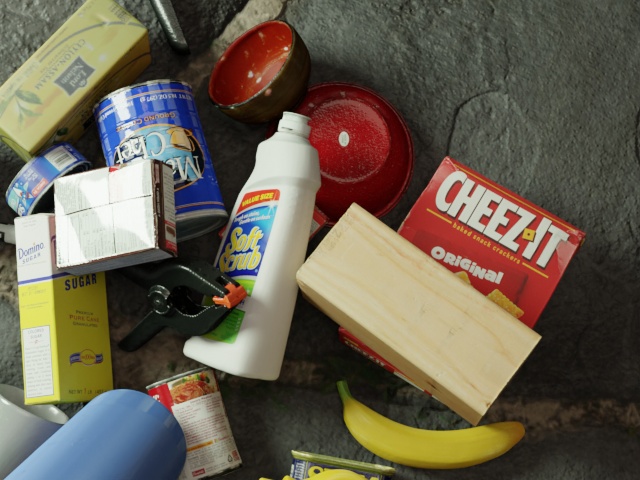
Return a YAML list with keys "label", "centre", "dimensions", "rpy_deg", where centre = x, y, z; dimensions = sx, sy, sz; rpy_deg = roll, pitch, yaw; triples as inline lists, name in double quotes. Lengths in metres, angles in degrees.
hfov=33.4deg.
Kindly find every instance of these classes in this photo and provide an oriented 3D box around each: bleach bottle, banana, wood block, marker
- label: "bleach bottle"
  centre: [-0.057, 0.001, 1.026]
  dimensions: [0.067, 0.103, 0.251]
  rpy_deg: [14, 89, -43]
- label: "banana"
  centre: [0.106, 0.193, 1.065]
  dimensions: [0.197, 0.037, 0.069]
  rpy_deg: [15, 78, -4]
- label: "wood block"
  centre: [0.087, 0.069, 0.979]
  dimensions: [0.206, 0.091, 0.090]
  rpy_deg: [37, 79, 13]
- label: "marker"
  centre: [-0.357, -0.017, 1.060]
  dimensions: [0.121, 0.020, 0.020]
  rpy_deg: [12, 78, -4]

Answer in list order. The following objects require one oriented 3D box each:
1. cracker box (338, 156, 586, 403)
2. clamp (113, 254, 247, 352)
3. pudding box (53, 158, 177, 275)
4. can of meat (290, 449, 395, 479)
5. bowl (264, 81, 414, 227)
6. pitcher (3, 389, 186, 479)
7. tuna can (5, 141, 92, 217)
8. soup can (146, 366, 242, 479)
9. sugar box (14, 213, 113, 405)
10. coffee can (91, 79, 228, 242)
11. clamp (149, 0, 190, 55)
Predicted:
- label: "cracker box"
  centre: [0.141, 0.047, 1.068]
  dimensions: [0.164, 0.072, 0.213]
  rpy_deg: [30, 78, 10]
- label: "clamp"
  centre: [-0.149, 0.043, 0.999]
  dimensions: [0.039, 0.172, 0.120]
  rpy_deg: [-47, 118, -50]
- label: "pudding box"
  centre: [-0.189, -0.021, 0.979]
  dimensions: [0.114, 0.039, 0.090]
  rpy_deg: [-11, 75, 22]
- label: "can of meat"
  centre: [0.015, 0.254, 1.034]
  dimensions: [0.102, 0.057, 0.084]
  rpy_deg: [11, 81, -4]
- label: "bowl"
  centre: [0.023, -0.096, 1.101]
  dimensions: [0.162, 0.055, 0.162]
  rpy_deg: [1, 79, -6]
- label: "pitcher"
  centre: [-0.213, 0.225, 0.892]
  dimensions: [0.149, 0.242, 0.145]
  rpy_deg: [37, 116, 0]
- label: "tuna can"
  centre: [-0.266, -0.056, 1.045]
  dimensions: [0.034, 0.086, 0.086]
  rpy_deg: [43, 78, 4]
- label: "soup can"
  centre: [-0.120, 0.179, 1.026]
  dimensions: [0.068, 0.068, 0.102]
  rpy_deg: [-17, 82, -10]
- label: "sugar box"
  centre: [-0.243, 0.067, 1.018]
  dimensions: [0.048, 0.093, 0.176]
  rpy_deg: [-8, 81, 21]
- label: "coffee can"
  centre: [-0.158, -0.074, 1.052]
  dimensions: [0.102, 0.103, 0.140]
  rpy_deg: [-15, 81, -9]
- label: "clamp"
  centre: [-0.182, -0.299, 1.125]
  dimensions: [0.210, 0.036, 0.164]
  rpy_deg: [25, 77, 1]
